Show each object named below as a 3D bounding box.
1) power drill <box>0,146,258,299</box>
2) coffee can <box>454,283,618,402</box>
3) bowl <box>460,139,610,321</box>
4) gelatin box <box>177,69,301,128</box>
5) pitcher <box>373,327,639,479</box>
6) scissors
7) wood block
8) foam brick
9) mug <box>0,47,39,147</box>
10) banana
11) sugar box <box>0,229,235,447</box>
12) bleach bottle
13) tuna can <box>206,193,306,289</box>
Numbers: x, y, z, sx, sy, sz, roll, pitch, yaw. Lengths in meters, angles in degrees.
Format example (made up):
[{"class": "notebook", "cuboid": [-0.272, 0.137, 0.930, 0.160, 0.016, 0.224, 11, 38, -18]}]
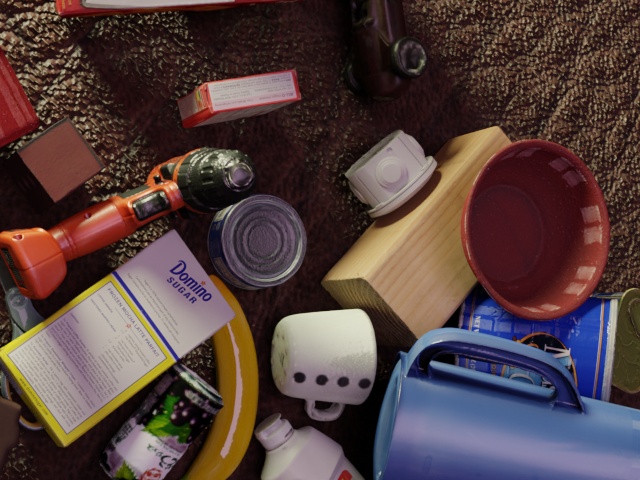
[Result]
[{"class": "power drill", "cuboid": [-0.151, -0.017, 0.835, 0.187, 0.185, 0.057, -26, 98, -22]}, {"class": "coffee can", "cuboid": [0.203, 0.098, 1.005, 0.140, 0.102, 0.103, 6, 81, 14]}, {"class": "bowl", "cuboid": [0.182, -0.008, 0.963, 0.161, 0.055, 0.162, 2, 87, -27]}, {"class": "gelatin box", "cuboid": [-0.072, -0.126, 0.940, 0.089, 0.073, 0.030, -14, 92, -26]}, {"class": "pitcher", "cuboid": [0.171, 0.174, 0.932, 0.243, 0.149, 0.145, 10, 71, 0]}, {"class": "scissors", "cuboid": [-0.230, 0.054, 0.882, 0.096, 0.016, 0.202, -5, 88, -26]}, {"class": "wood block", "cuboid": [0.110, -0.003, 1.010, 0.090, 0.091, 0.206, 49, 68, -15]}, {"class": "foam brick", "cuboid": [-0.217, -0.060, 0.863, 0.051, 0.078, 0.053, -40, 101, -23]}, {"class": "mug", "cuboid": [-0.284, -0.103, 0.835, 0.117, 0.093, 0.081, -25, 103, 6]}, {"class": "banana", "cuboid": [-0.086, 0.132, 0.934, 0.069, 0.037, 0.198, 13, 80, -25]}, {"class": "sugar box", "cuboid": [-0.166, 0.078, 0.872, 0.176, 0.048, 0.093, -37, 95, -25]}, {"class": "bleach bottle", "cuboid": [0.017, 0.267, 0.959, 0.102, 0.068, 0.251, -41, 102, -31]}, {"class": "tuna can", "cuboid": [-0.056, 0.001, 0.960, 0.086, 0.034, 0.086, 2, 85, -26]}]
